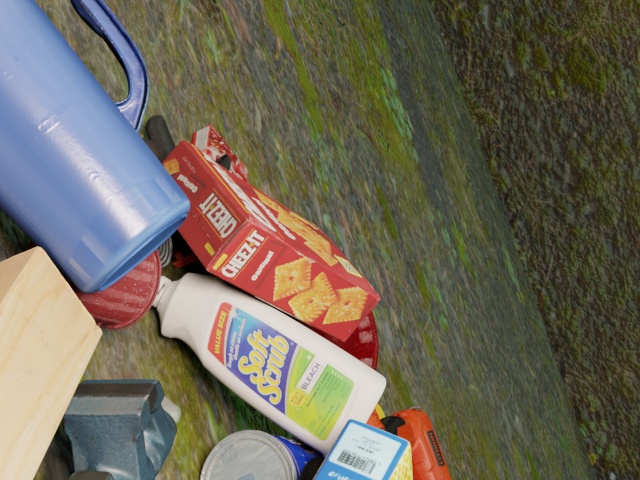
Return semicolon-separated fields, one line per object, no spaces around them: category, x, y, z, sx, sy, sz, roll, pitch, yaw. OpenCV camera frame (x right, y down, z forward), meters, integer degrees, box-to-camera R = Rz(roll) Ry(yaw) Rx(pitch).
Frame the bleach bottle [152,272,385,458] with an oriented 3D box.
bleach bottle;-0.066;0.114;1.043;0.251;0.102;0.068;30;1;3

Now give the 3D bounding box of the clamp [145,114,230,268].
clamp;-0.153;-0.055;1.169;0.120;0.039;0.171;31;44;-31

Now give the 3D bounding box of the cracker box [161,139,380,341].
cracker box;-0.057;0.001;1.093;0.213;0.072;0.164;33;10;-44

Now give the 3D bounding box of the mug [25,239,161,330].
mug;-0.200;0.036;0.905;0.081;0.093;0.117;23;84;-57

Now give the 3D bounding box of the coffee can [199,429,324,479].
coffee can;-0.040;0.245;1.057;0.140;0.103;0.103;29;42;-60

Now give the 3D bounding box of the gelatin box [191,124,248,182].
gelatin box;-0.122;-0.085;1.300;0.089;0.030;0.073;52;26;-37

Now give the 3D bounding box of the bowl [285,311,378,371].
bowl;0.003;0.117;1.289;0.161;0.055;0.162;24;59;-48

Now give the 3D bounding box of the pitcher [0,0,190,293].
pitcher;-0.206;-0.088;0.812;0.243;0.149;0.144;49;26;0

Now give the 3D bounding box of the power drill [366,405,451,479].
power drill;0.084;0.248;1.140;0.187;0.057;0.184;22;46;-66

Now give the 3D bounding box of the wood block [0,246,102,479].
wood block;-0.233;0.106;0.717;0.090;0.091;0.206;59;21;-25
